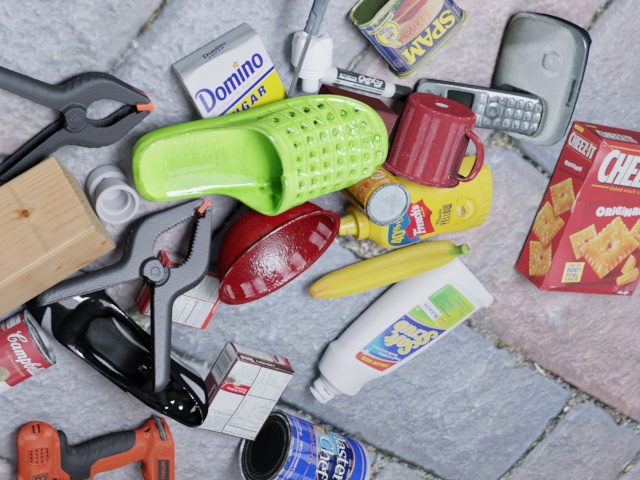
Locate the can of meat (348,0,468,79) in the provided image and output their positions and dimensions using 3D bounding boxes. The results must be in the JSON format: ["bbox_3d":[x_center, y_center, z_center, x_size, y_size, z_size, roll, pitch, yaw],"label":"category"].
[{"bbox_3d":[0.093,-0.239,1.140,0.102,0.057,0.083,-44,124,4],"label":"can of meat"}]

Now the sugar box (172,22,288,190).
[{"bbox_3d":[-0.076,-0.131,1.133,0.093,0.048,0.176,-32,128,-5],"label":"sugar box"}]

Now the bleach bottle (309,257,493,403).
[{"bbox_3d":[0.093,0.120,1.355,0.251,0.068,0.102,-42,126,6],"label":"bleach bottle"}]

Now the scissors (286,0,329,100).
[{"bbox_3d":[-0.001,-0.233,1.066,0.016,0.096,0.202,20,142,-3],"label":"scissors"}]

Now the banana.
[{"bbox_3d":[0.082,0.032,1.294,0.198,0.037,0.069,-18,169,5],"label":"banana"}]

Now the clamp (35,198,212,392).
[{"bbox_3d":[-0.176,0.046,1.146,0.164,0.036,0.209,45,70,-9],"label":"clamp"}]

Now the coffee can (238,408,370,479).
[{"bbox_3d":[-0.020,0.287,1.377,0.140,0.103,0.103,28,104,-35],"label":"coffee can"}]

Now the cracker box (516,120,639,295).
[{"bbox_3d":[0.369,-0.035,1.383,0.163,0.072,0.214,5,116,-28],"label":"cracker box"}]

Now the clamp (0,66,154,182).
[{"bbox_3d":[-0.253,-0.133,1.055,0.171,0.039,0.120,-21,131,-17],"label":"clamp"}]

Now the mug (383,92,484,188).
[{"bbox_3d":[0.131,-0.108,1.177,0.093,0.117,0.081,-9,124,-46],"label":"mug"}]

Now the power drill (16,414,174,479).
[{"bbox_3d":[-0.272,0.290,1.290,0.187,0.057,0.184,-7,121,-21],"label":"power drill"}]

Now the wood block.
[{"bbox_3d":[-0.322,0.016,1.059,0.206,0.091,0.090,-32,168,-4],"label":"wood block"}]

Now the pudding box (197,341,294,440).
[{"bbox_3d":[-0.098,0.189,1.322,0.089,0.039,0.114,20,111,-33],"label":"pudding box"}]

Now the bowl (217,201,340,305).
[{"bbox_3d":[-0.058,0.001,1.191,0.162,0.055,0.162,-31,160,-13],"label":"bowl"}]

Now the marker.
[{"bbox_3d":[0.052,-0.173,1.184,0.120,0.020,0.020,10,114,-29],"label":"marker"}]

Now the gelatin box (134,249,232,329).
[{"bbox_3d":[-0.157,0.057,1.220,0.089,0.030,0.073,18,111,-33],"label":"gelatin box"}]

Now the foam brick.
[{"bbox_3d":[0.035,-0.133,1.179,0.078,0.053,0.051,11,114,-29],"label":"foam brick"}]

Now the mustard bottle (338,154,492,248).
[{"bbox_3d":[0.107,-0.038,1.266,0.191,0.058,0.096,-14,137,-16],"label":"mustard bottle"}]

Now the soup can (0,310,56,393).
[{"bbox_3d":[-0.347,0.129,1.151,0.102,0.068,0.068,-29,127,-6],"label":"soup can"}]
